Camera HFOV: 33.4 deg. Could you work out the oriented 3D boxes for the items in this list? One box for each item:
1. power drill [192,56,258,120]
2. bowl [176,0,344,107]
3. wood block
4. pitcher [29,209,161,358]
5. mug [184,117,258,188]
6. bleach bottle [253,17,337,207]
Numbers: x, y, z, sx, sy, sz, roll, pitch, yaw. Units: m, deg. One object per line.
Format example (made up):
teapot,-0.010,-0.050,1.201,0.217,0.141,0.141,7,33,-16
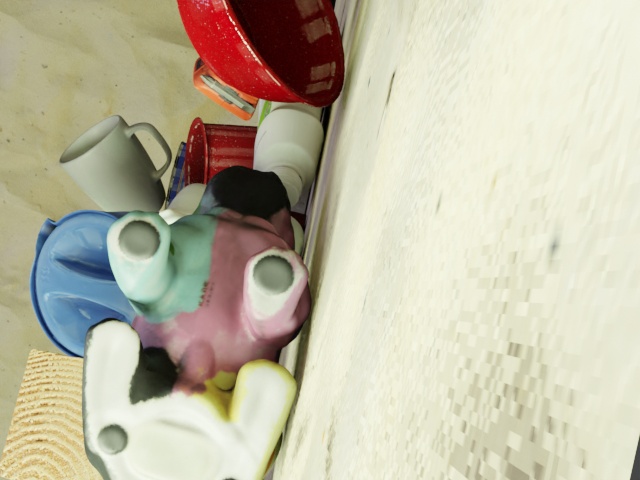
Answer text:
power drill,-0.033,-0.200,0.877,0.188,0.057,0.184,-54,16,15
bowl,-0.048,-0.156,0.725,0.162,0.055,0.162,40,-142,-42
wood block,-0.133,0.149,0.803,0.205,0.090,0.091,36,-117,-62
pitcher,-0.142,0.040,1.015,0.242,0.145,0.149,-9,-89,-64
mug,-0.085,-0.073,1.036,0.117,0.081,0.093,-142,55,-66
bleach bottle,-0.026,-0.107,0.927,0.250,0.068,0.103,-85,9,-50
